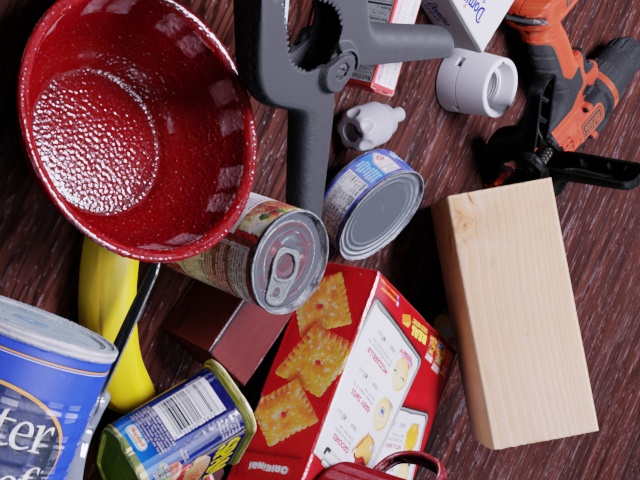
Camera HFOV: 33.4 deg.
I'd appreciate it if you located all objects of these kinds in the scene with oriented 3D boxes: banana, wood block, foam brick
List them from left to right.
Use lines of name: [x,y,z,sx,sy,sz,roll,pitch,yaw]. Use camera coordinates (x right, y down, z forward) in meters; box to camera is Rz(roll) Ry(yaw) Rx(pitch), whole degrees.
banana: [-0.129,0.038,0.682,0.069,0.037,0.198,-56,150,-60]
foam brick: [-0.061,0.050,0.747,0.078,0.053,0.051,-56,138,-15]
wood block: [0.158,0.061,0.892,0.091,0.090,0.206,-10,87,-3]

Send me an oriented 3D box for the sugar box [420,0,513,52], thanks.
sugar box: [0.141,-0.250,0.862,0.176,0.048,0.093,-56,139,-12]

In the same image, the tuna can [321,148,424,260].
tuna can: [0.037,-0.028,0.819,0.086,0.034,0.086,-33,150,-23]

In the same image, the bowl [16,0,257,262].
bowl: [-0.113,-0.063,0.613,0.161,0.055,0.162,13,71,-43]

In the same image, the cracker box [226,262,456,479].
cracker box: [0.017,0.147,0.837,0.164,0.072,0.213,44,62,-50]

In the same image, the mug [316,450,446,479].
mug: [0.044,0.195,0.750,0.117,0.082,0.093,-54,138,-31]

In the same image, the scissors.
scissors: [-0.138,0.114,0.632,0.016,0.096,0.202,22,113,-23]

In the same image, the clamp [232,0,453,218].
clamp: [-0.002,-0.099,0.645,0.164,0.036,0.209,-56,149,1]

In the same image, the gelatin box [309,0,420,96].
gelatin box: [0.029,-0.151,0.750,0.030,0.073,0.089,9,98,-50]

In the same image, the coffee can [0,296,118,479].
coffee can: [-0.185,0.107,0.588,0.102,0.103,0.140,24,87,-51]

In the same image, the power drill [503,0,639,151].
power drill: [0.237,-0.181,0.990,0.184,0.057,0.187,-49,136,-24]

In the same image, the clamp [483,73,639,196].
clamp: [0.199,-0.068,0.917,0.039,0.120,0.172,-42,176,-20]

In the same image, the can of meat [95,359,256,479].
can of meat: [-0.098,0.134,0.705,0.083,0.057,0.102,-28,162,-27]

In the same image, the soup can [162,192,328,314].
soup can: [-0.055,0.001,0.695,0.068,0.102,0.068,-22,121,-42]
